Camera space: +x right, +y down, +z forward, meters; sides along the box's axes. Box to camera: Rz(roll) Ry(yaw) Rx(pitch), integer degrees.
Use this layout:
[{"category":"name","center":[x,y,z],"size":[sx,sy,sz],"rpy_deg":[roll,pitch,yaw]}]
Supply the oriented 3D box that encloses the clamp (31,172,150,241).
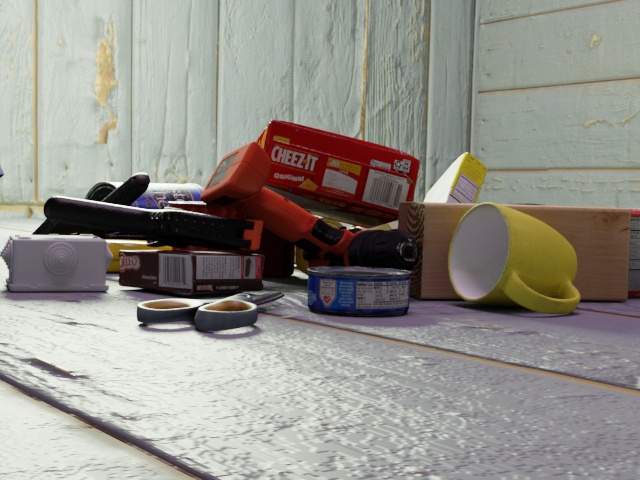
[{"category":"clamp","center":[-0.251,-0.023,1.213],"size":[0.171,0.039,0.120],"rpy_deg":[-13,-41,-3]}]

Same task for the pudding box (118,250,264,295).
[{"category":"pudding box","center":[-0.123,0.028,1.005],"size":[0.114,0.039,0.089],"rpy_deg":[5,3,44]}]

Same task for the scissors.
[{"category":"scissors","center":[-0.082,0.050,0.822],"size":[0.096,0.016,0.201],"rpy_deg":[2,2,2]}]

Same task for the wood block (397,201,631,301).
[{"category":"wood block","center":[0.185,0.010,1.039],"size":[0.206,0.091,0.090],"rpy_deg":[1,3,-11]}]

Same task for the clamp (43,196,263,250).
[{"category":"clamp","center":[-0.140,-0.010,1.043],"size":[0.210,0.036,0.164],"rpy_deg":[6,-6,26]}]

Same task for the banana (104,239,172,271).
[{"category":"banana","center":[-0.237,0.016,1.209],"size":[0.197,0.037,0.070],"rpy_deg":[1,3,-14]}]

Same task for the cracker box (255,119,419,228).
[{"category":"cracker box","center":[0.004,-0.069,1.184],"size":[0.164,0.072,0.214],"rpy_deg":[14,-4,-8]}]

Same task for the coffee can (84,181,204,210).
[{"category":"coffee can","center":[-0.217,-0.022,1.352],"size":[0.103,0.103,0.140],"rpy_deg":[4,4,44]}]

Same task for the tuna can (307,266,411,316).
[{"category":"tuna can","center":[0.031,0.041,0.879],"size":[0.086,0.034,0.086],"rpy_deg":[2,3,0]}]

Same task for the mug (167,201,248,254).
[{"category":"mug","center":[-0.122,-0.001,1.172],"size":[0.093,0.081,0.117],"rpy_deg":[1,3,-11]}]

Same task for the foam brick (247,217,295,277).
[{"category":"foam brick","center":[-0.058,0.001,1.214],"size":[0.051,0.078,0.053],"rpy_deg":[2,0,9]}]

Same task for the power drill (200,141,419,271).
[{"category":"power drill","center":[-0.012,-0.018,1.019],"size":[0.187,0.057,0.185],"rpy_deg":[36,-20,-17]}]

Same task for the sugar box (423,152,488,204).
[{"category":"sugar box","center":[0.160,-0.038,1.366],"size":[0.048,0.093,0.176],"rpy_deg":[36,34,-6]}]
